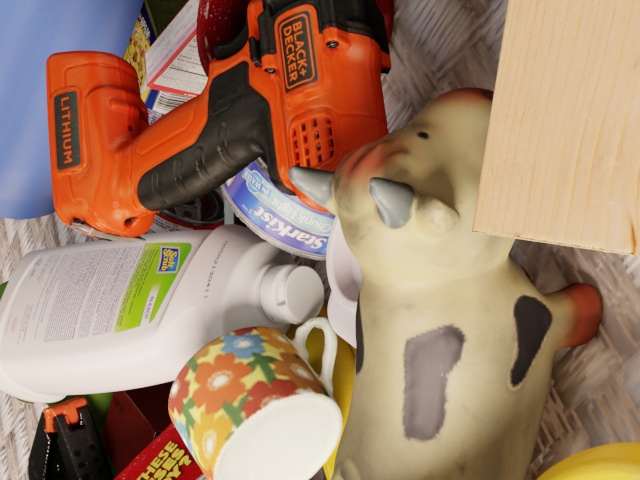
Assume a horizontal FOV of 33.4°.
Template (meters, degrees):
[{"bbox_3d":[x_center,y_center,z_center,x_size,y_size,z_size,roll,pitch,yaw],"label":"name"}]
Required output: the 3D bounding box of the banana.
[{"bbox_3d":[-0.005,0.075,0.586,0.070,0.037,0.198,-55,41,33],"label":"banana"}]

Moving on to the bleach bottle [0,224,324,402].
[{"bbox_3d":[-0.099,0.045,0.625,0.251,0.068,0.102,-7,62,44],"label":"bleach bottle"}]

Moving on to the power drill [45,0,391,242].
[{"bbox_3d":[-0.054,-0.086,0.522,0.188,0.057,0.184,-18,70,34],"label":"power drill"}]

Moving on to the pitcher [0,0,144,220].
[{"bbox_3d":[-0.200,-0.147,0.768,0.243,0.144,0.149,-56,52,36],"label":"pitcher"}]

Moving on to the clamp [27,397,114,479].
[{"bbox_3d":[-0.164,0.213,0.748,0.165,0.036,0.210,25,120,40],"label":"clamp"}]

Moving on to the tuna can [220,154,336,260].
[{"bbox_3d":[-0.009,-0.032,0.571,0.034,0.086,0.086,-56,41,32],"label":"tuna can"}]

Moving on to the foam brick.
[{"bbox_3d":[-0.109,0.135,0.724,0.078,0.051,0.053,37,113,54],"label":"foam brick"}]

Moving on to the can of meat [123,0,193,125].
[{"bbox_3d":[-0.112,-0.130,0.780,0.084,0.057,0.102,-59,38,36],"label":"can of meat"}]

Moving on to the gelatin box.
[{"bbox_3d":[-0.061,-0.123,0.682,0.089,0.073,0.030,-36,54,49],"label":"gelatin box"}]

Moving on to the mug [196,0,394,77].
[{"bbox_3d":[-0.018,-0.132,0.608,0.117,0.081,0.093,55,129,46],"label":"mug"}]
